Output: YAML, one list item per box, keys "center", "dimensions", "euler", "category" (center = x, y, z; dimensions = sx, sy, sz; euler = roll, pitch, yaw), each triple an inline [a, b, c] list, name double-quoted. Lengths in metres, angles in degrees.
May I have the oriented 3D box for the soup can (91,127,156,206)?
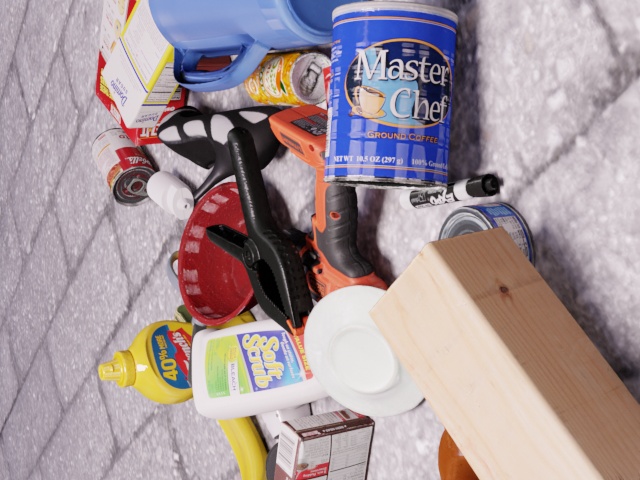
- center: [-0.275, -0.104, 1.498]
  dimensions: [0.102, 0.068, 0.069]
  euler: [54, 139, 42]
  category: "soup can"

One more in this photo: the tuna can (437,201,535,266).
- center: [0.130, 0.013, 0.853]
  dimensions: [0.086, 0.033, 0.086]
  euler: [17, 110, 58]
  category: "tuna can"

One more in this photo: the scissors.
- center: [-0.152, 0.077, 1.220]
  dimensions: [0.201, 0.096, 0.016]
  euler: [-66, 2, -50]
  category: "scissors"

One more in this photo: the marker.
- center: [0.108, -0.040, 0.897]
  dimensions: [0.121, 0.020, 0.020]
  euler: [-9, 88, 60]
  category: "marker"

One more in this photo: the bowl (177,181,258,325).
- center: [-0.092, 0.018, 1.192]
  dimensions: [0.162, 0.055, 0.162]
  euler: [-16, 68, 46]
  category: "bowl"

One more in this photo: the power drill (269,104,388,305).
- center: [-0.002, -0.031, 1.022]
  dimensions: [0.185, 0.057, 0.187]
  euler: [31, 136, 53]
  category: "power drill"

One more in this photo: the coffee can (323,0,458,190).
- center: [0.057, -0.114, 0.869]
  dimensions: [0.103, 0.102, 0.140]
  euler: [3, 90, 60]
  category: "coffee can"

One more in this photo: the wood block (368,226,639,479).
- center: [0.139, 0.100, 0.757]
  dimensions: [0.206, 0.090, 0.090]
  euler: [56, 134, 23]
  category: "wood block"

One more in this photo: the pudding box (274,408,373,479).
- center: [0.002, 0.228, 1.060]
  dimensions: [0.039, 0.089, 0.113]
  euler: [36, 125, 50]
  category: "pudding box"

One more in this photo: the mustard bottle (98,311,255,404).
- center: [-0.159, 0.136, 1.217]
  dimensions: [0.058, 0.191, 0.096]
  euler: [-47, 56, 53]
  category: "mustard bottle"

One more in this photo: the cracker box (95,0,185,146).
- center: [-0.227, -0.254, 1.383]
  dimensions: [0.164, 0.072, 0.214]
  euler: [48, 135, 46]
  category: "cracker box"

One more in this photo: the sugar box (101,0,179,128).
- center: [-0.192, -0.222, 1.241]
  dimensions: [0.176, 0.048, 0.093]
  euler: [-52, 56, 43]
  category: "sugar box"

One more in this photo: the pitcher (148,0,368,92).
- center: [-0.065, -0.236, 1.050]
  dimensions: [0.243, 0.144, 0.149]
  euler: [15, 128, 55]
  category: "pitcher"

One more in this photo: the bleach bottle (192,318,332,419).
- center: [-0.028, 0.116, 1.080]
  dimensions: [0.251, 0.068, 0.102]
  euler: [-21, 64, 42]
  category: "bleach bottle"

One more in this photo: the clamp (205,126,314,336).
- center: [-0.057, 0.001, 1.054]
  dimensions: [0.210, 0.036, 0.165]
  euler: [55, 148, 36]
  category: "clamp"

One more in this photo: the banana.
- center: [-0.101, 0.225, 1.260]
  dimensions: [0.037, 0.069, 0.198]
  euler: [-35, 62, 12]
  category: "banana"
